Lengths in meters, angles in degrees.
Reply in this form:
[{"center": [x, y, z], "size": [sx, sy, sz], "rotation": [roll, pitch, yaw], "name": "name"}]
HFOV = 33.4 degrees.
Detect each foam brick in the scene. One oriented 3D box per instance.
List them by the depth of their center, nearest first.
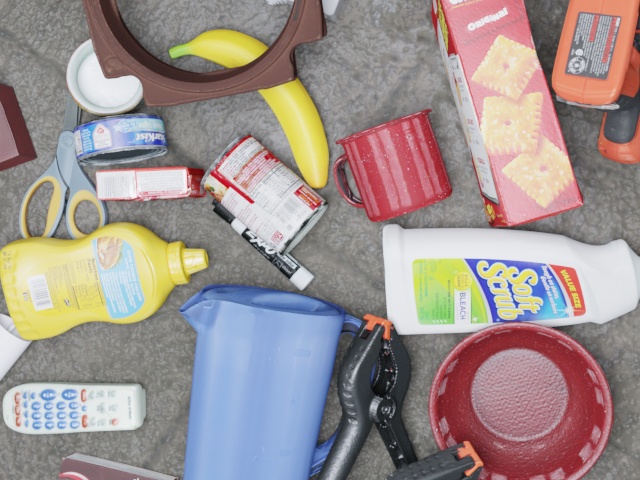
[{"center": [-0.317, -0.107, 1.031], "size": [0.053, 0.051, 0.078], "rotation": [-19, 89, 5], "name": "foam brick"}]

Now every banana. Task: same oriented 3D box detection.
[{"center": [-0.051, -0.137, 1.010], "size": [0.198, 0.037, 0.070], "rotation": [43, 109, 5], "name": "banana"}]

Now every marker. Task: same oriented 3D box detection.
[{"center": [-0.057, 0.001, 1.018], "size": [0.121, 0.020, 0.020], "rotation": [42, 95, 4], "name": "marker"}]

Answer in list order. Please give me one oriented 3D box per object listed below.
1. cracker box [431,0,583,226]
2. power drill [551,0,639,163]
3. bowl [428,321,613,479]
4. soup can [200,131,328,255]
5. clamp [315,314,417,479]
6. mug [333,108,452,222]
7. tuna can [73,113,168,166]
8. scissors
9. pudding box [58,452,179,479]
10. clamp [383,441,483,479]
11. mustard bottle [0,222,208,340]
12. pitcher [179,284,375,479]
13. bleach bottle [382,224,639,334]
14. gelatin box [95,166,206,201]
[{"center": [0.156, -0.121, 0.920], "size": [0.072, 0.164, 0.214], "rotation": [-15, 89, 5], "name": "cracker box"}, {"center": [0.259, -0.166, 0.900], "size": [0.057, 0.187, 0.184], "rotation": [12, 91, 30], "name": "power drill"}, {"center": [0.180, 0.147, 0.969], "size": [0.162, 0.055, 0.162], "rotation": [2, 99, 10], "name": "bowl"}, {"center": [-0.051, -0.043, 0.993], "size": [0.102, 0.068, 0.068], "rotation": [41, 95, 4], "name": "soup can"}, {"center": [0.054, 0.153, 0.967], "size": [0.039, 0.120, 0.171], "rotation": [17, 98, 43], "name": "clamp"}, {"center": [0.061, -0.064, 0.976], "size": [0.117, 0.093, 0.081], "rotation": [-17, 94, 37], "name": "mug"}, {"center": [-0.187, -0.094, 0.999], "size": [0.086, 0.086, 0.034], "rotation": [-9, 88, 6], "name": "tuna can"}, {"center": [-0.230, -0.082, 1.039], "size": [0.096, 0.016, 0.202], "rotation": [24, 93, 4], "name": "scissors"}, {"center": [-0.200, 0.261, 1.027], "size": [0.113, 0.039, 0.090], "rotation": [11, 91, 6], "name": "pudding box"}, {"center": [0.055, 0.253, 0.942], "size": [0.164, 0.036, 0.210], "rotation": [28, 109, -37], "name": "clamp"}, {"center": [-0.201, 0.033, 1.014], "size": [0.191, 0.058, 0.096], "rotation": [-10, 100, 6], "name": "mustard bottle"}, {"center": [-0.050, 0.166, 0.973], "size": [0.149, 0.144, 0.243], "rotation": [11, 96, 24], "name": "pitcher"}, {"center": [0.184, 0.030, 0.965], "size": [0.251, 0.068, 0.102], "rotation": [-4, 110, 5], "name": "bleach bottle"}, {"center": [-0.158, -0.052, 1.002], "size": [0.089, 0.073, 0.030], "rotation": [-2, 91, 6], "name": "gelatin box"}]
